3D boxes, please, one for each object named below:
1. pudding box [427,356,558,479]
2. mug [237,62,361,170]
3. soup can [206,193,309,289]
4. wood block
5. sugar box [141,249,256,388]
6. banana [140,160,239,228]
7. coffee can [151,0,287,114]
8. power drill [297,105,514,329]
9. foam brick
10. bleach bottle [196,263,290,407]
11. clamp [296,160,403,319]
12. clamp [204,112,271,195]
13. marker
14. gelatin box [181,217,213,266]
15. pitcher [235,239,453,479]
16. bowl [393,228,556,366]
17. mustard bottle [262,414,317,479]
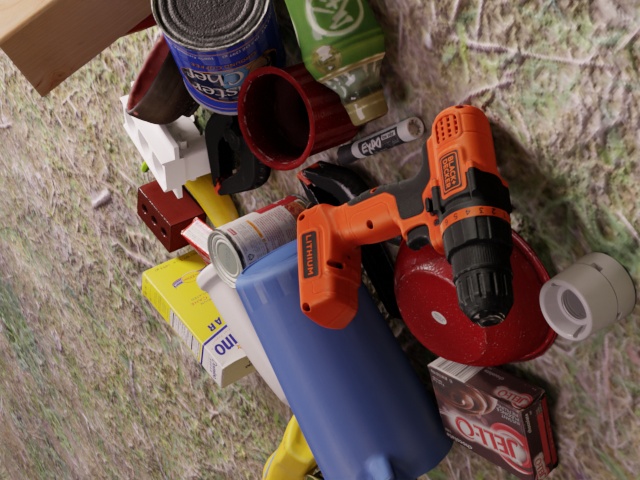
[{"bbox_3d":[0.153,0.155,0.946,0.114,0.039,0.090,26,140,49],"label":"pudding box"},{"bbox_3d":[-0.020,-0.112,0.965,0.117,0.081,0.093,-40,79,45],"label":"mug"},{"bbox_3d":[-0.057,0.001,1.103,0.069,0.102,0.068,37,140,38],"label":"soup can"},{"bbox_3d":[-0.213,-0.242,0.975,0.090,0.206,0.091,48,173,26],"label":"wood block"},{"bbox_3d":[-0.131,0.089,1.291,0.176,0.093,0.048,43,144,31],"label":"sugar box"},{"bbox_3d":[-0.151,-0.071,1.261,0.198,0.037,0.070,39,146,36],"label":"banana"},{"bbox_3d":[-0.087,-0.187,0.962,0.103,0.102,0.140,55,175,15],"label":"coffee can"},{"bbox_3d":[0.067,0.005,0.839,0.188,0.057,0.184,-26,51,34],"label":"power drill"},{"bbox_3d":[-0.185,-0.034,1.324,0.078,0.051,0.053,47,146,27],"label":"foam brick"},{"bbox_3d":[-0.031,0.125,1.152,0.251,0.102,0.068,61,153,8],"label":"bleach bottle"},{"bbox_3d":[0.046,-0.016,0.996,0.171,0.039,0.120,50,141,11],"label":"clamp"},{"bbox_3d":[-0.085,-0.124,1.115,0.164,0.036,0.210,54,147,11],"label":"clamp"},{"bbox_3d":[0.050,-0.088,0.953,0.121,0.020,0.020,-15,99,59],"label":"marker"},{"bbox_3d":[-0.116,0.021,1.250,0.089,0.030,0.073,34,166,41],"label":"gelatin box"},{"bbox_3d":[0.018,0.117,1.031,0.149,0.144,0.243,-16,103,52],"label":"pitcher"},{"bbox_3d":[0.116,0.049,0.890,0.162,0.055,0.162,30,140,29],"label":"bowl"},{"bbox_3d":[-0.027,0.253,1.246,0.058,0.096,0.192,31,144,4],"label":"mustard bottle"}]
